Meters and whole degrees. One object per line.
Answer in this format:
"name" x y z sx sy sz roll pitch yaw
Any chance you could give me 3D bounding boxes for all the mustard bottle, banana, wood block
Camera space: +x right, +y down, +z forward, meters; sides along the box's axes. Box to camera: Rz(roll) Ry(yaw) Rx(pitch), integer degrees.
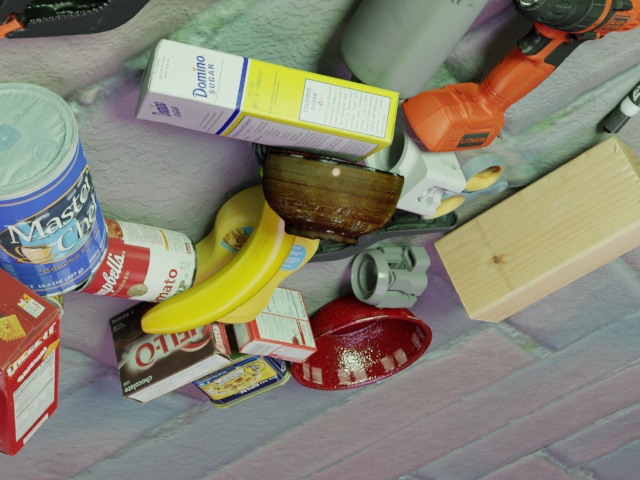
"mustard bottle" -0.056 0.001 0.979 0.096 0.058 0.192 22 133 -25
"banana" -0.076 0.021 0.922 0.069 0.037 0.198 36 111 -10
"wood block" 0.231 -0.007 1.060 0.206 0.091 0.090 -32 160 22

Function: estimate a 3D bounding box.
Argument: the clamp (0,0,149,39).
"clamp" -0.123 -0.191 0.677 0.210 0.036 0.164 -19 148 4

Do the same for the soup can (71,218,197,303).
"soup can" -0.169 0.018 0.946 0.102 0.068 0.069 11 138 -39

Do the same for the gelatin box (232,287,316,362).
"gelatin box" -0.051 0.083 1.096 0.089 0.073 0.030 15 137 -42

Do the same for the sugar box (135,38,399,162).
"sugar box" -0.041 -0.099 0.778 0.176 0.048 0.093 13 171 -14

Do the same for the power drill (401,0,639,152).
"power drill" 0.152 -0.142 0.824 0.188 0.057 0.184 -39 162 35

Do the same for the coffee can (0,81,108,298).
"coffee can" -0.222 -0.035 0.806 0.102 0.103 0.140 -12 148 -8

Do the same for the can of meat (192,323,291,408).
"can of meat" -0.094 0.132 1.165 0.102 0.057 0.084 -24 145 8

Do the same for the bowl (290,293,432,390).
"bowl" 0.040 0.105 1.189 0.162 0.055 0.162 -12 148 -8

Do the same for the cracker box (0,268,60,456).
"cracker box" -0.297 0.078 0.867 0.072 0.164 0.214 -53 174 -31

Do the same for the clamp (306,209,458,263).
"clamp" 0.050 -0.015 1.027 0.172 0.039 0.120 -23 144 20

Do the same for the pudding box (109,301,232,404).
"pudding box" -0.149 0.099 1.057 0.114 0.090 0.039 -28 147 18

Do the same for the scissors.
"scissors" 0.145 -0.043 0.989 0.096 0.016 0.201 -33 165 13
